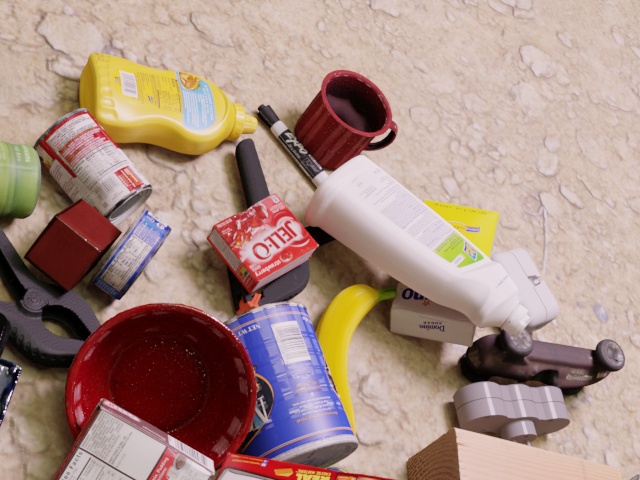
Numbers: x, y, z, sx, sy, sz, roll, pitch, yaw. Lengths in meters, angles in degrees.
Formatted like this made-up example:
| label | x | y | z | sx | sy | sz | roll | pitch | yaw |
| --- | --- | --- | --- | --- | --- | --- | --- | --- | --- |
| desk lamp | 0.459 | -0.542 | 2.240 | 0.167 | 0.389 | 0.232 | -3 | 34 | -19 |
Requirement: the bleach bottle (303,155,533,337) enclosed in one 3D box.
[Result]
| label | x | y | z | sx | sy | sz | roll | pitch | yaw |
| --- | --- | --- | --- | --- | --- | --- | --- | --- | --- |
| bleach bottle | 0.109 | 0.016 | 1.111 | 0.251 | 0.068 | 0.102 | 38 | 41 | 12 |

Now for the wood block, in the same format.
| label | x | y | z | sx | sy | sz | roll | pitch | yaw |
| --- | --- | --- | --- | --- | --- | --- | --- | --- | --- |
| wood block | 0.198 | 0.263 | 1.064 | 0.205 | 0.090 | 0.091 | 17 | 50 | -23 |

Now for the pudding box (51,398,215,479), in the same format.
| label | x | y | z | sx | sy | sz | roll | pitch | yaw |
| --- | --- | --- | --- | --- | --- | --- | --- | --- | --- |
| pudding box | -0.156 | 0.197 | 0.878 | 0.113 | 0.039 | 0.090 | 32 | 88 | -9 |

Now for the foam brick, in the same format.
| label | x | y | z | sx | sy | sz | roll | pitch | yaw |
| --- | --- | --- | --- | --- | --- | --- | --- | --- | --- |
| foam brick | -0.223 | 0.004 | 0.968 | 0.051 | 0.053 | 0.078 | 39 | 14 | -5 |

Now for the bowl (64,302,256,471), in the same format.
| label | x | y | z | sx | sy | sz | roll | pitch | yaw |
| --- | --- | --- | --- | --- | --- | --- | --- | --- | --- |
| bowl | -0.138 | 0.130 | 0.924 | 0.162 | 0.055 | 0.162 | -1 | 95 | -11 |

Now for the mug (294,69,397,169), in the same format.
| label | x | y | z | sx | sy | sz | roll | pitch | yaw |
| --- | --- | --- | --- | --- | --- | --- | --- | --- | --- |
| mug | 0.033 | -0.133 | 1.236 | 0.117 | 0.082 | 0.093 | 13 | 53 | -26 |

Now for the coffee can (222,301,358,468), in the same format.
| label | x | y | z | sx | sy | sz | roll | pitch | yaw |
| --- | --- | --- | --- | --- | --- | --- | --- | --- | --- |
| coffee can | -0.037 | 0.141 | 0.982 | 0.102 | 0.103 | 0.140 | -5 | 62 | -36 |

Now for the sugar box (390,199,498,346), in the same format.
| label | x | y | z | sx | sy | sz | roll | pitch | yaw |
| --- | --- | --- | --- | --- | --- | --- | --- | --- | --- |
| sugar box | 0.140 | 0.033 | 1.193 | 0.093 | 0.048 | 0.176 | 9 | 45 | 11 |

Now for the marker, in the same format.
| label | x | y | z | sx | sy | sz | roll | pitch | yaw |
| --- | --- | --- | --- | --- | --- | --- | --- | --- | --- |
| marker | -0.031 | -0.108 | 1.219 | 0.121 | 0.020 | 0.020 | 50 | 46 | 7 |

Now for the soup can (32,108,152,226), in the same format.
| label | x | y | z | sx | sy | sz | roll | pitch | yaw |
| --- | --- | --- | --- | --- | --- | --- | --- | --- | --- |
| soup can | -0.219 | -0.068 | 1.032 | 0.102 | 0.069 | 0.068 | 49 | 46 | 4 |

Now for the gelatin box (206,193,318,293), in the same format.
| label | x | y | z | sx | sy | sz | roll | pitch | yaw |
| --- | --- | --- | --- | --- | --- | --- | --- | --- | --- |
| gelatin box | -0.057 | 0.001 | 1.069 | 0.089 | 0.030 | 0.073 | -30 | 75 | -37 |

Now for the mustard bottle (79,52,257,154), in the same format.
| label | x | y | z | sx | sy | sz | roll | pitch | yaw |
| --- | --- | --- | --- | --- | --- | --- | --- | --- | --- |
| mustard bottle | -0.155 | -0.138 | 1.130 | 0.191 | 0.058 | 0.096 | 8 | 51 | -29 |

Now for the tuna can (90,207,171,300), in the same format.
| label | x | y | z | sx | sy | sz | roll | pitch | yaw |
| --- | --- | --- | --- | --- | --- | --- | --- | --- | --- |
| tuna can | -0.176 | 0.013 | 0.992 | 0.033 | 0.086 | 0.086 | 37 | 46 | -9 |

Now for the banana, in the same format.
| label | x | y | z | sx | sy | sz | roll | pitch | yaw |
| --- | --- | --- | --- | --- | --- | --- | --- | --- | --- |
| banana | 0.024 | 0.113 | 1.078 | 0.070 | 0.037 | 0.197 | 12 | 54 | 10 |

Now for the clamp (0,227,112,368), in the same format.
| label | x | y | z | sx | sy | sz | roll | pitch | yaw |
| --- | --- | --- | --- | --- | --- | --- | --- | --- | --- |
| clamp | -0.259 | 0.052 | 0.943 | 0.171 | 0.039 | 0.120 | 28 | 50 | -15 |

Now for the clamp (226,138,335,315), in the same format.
| label | x | y | z | sx | sy | sz | roll | pitch | yaw |
| --- | --- | --- | --- | --- | --- | --- | --- | --- | --- |
| clamp | -0.053 | -0.008 | 1.123 | 0.164 | 0.036 | 0.209 | 37 | 47 | -7 |
